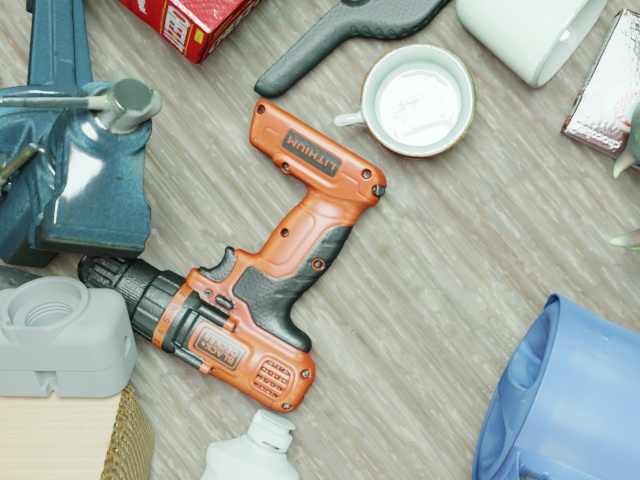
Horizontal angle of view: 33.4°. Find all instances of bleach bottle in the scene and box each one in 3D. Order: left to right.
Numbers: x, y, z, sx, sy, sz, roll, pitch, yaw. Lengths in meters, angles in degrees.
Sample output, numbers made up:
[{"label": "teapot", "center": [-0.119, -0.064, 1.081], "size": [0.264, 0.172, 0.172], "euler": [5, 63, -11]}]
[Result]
[{"label": "bleach bottle", "center": [-0.092, 0.232, 0.741], "size": [0.102, 0.068, 0.251], "euler": [26, 92, 7]}]

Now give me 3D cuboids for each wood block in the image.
[{"label": "wood block", "center": [-0.230, 0.152, 0.730], "size": [0.206, 0.090, 0.090], "euler": [-1, 50, 8]}]

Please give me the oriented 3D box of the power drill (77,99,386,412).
[{"label": "power drill", "center": [-0.055, 0.001, 0.737], "size": [0.184, 0.057, 0.188], "euler": [30, 97, 3]}]

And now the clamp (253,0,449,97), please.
[{"label": "clamp", "center": [0.017, -0.181, 0.734], "size": [0.171, 0.039, 0.120], "euler": [-20, 92, 4]}]

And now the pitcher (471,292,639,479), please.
[{"label": "pitcher", "center": [0.222, 0.145, 0.653], "size": [0.243, 0.145, 0.149], "euler": [23, 83, 3]}]
